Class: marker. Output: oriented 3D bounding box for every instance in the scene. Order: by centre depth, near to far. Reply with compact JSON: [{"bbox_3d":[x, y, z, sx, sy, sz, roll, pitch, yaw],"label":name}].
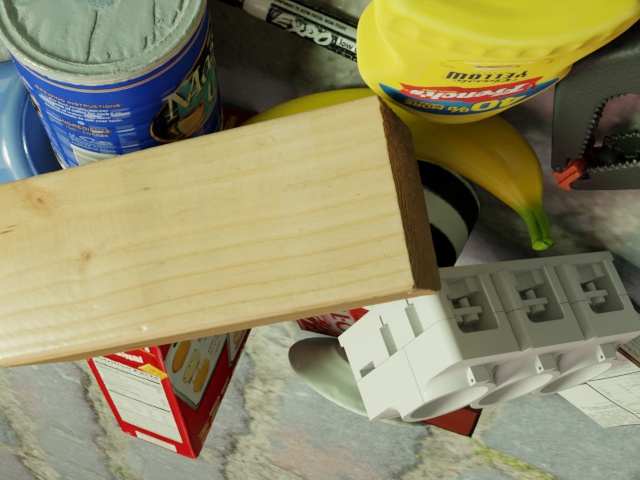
[{"bbox_3d":[-0.008,-0.115,0.557,0.121,0.020,0.020,24,152,1],"label":"marker"}]

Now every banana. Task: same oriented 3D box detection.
[{"bbox_3d":[0.037,-0.051,0.578,0.198,0.069,0.037,14,159,21],"label":"banana"}]

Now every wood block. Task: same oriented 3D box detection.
[{"bbox_3d":[-0.053,0.001,0.532,0.206,0.090,0.090,-12,173,13],"label":"wood block"}]

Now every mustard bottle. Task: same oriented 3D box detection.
[{"bbox_3d":[0.065,-0.088,0.463,0.096,0.058,0.191,-2,176,-2],"label":"mustard bottle"}]

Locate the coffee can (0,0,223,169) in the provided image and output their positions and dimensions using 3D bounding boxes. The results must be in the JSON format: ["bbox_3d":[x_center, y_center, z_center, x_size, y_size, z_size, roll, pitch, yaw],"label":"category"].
[{"bbox_3d":[-0.106,-0.095,0.562,0.103,0.102,0.140,21,160,7],"label":"coffee can"}]

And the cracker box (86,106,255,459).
[{"bbox_3d":[-0.094,0.031,0.723,0.072,0.164,0.214,17,152,11],"label":"cracker box"}]

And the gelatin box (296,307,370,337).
[{"bbox_3d":[0.011,0.043,0.802,0.073,0.030,0.089,11,150,24],"label":"gelatin box"}]
